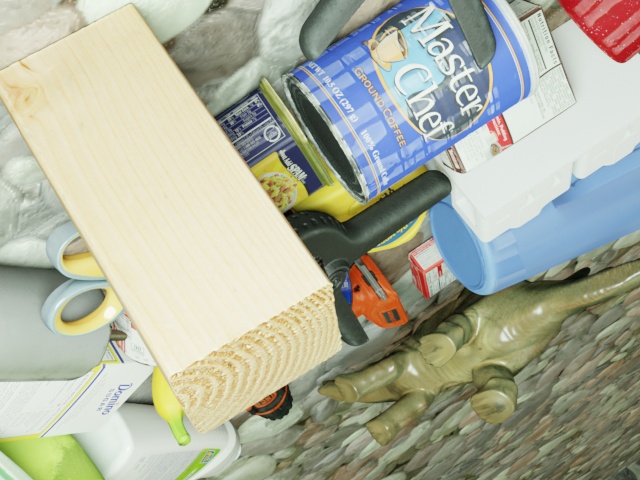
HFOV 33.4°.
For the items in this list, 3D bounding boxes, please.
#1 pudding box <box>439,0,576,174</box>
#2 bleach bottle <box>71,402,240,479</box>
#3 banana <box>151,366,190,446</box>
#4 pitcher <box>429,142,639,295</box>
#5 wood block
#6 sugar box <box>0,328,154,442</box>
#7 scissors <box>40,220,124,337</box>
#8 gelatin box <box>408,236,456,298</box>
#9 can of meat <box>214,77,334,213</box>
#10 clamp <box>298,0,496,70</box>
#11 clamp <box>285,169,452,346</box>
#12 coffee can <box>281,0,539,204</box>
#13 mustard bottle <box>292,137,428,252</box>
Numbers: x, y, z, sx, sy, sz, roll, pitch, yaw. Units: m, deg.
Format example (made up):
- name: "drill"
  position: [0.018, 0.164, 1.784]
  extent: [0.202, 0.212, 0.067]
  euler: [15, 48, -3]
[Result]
- name: "pudding box"
  position: [0.130, -0.117, 0.813]
  extent: [0.113, 0.039, 0.090]
  euler: [-34, 119, -8]
- name: "bleach bottle"
  position: [-0.154, 0.206, 1.031]
  extent: [0.103, 0.068, 0.250]
  euler: [-42, 156, 12]
- name: "banana"
  position: [-0.082, 0.066, 0.851]
  extent: [0.197, 0.070, 0.037]
  euler: [-62, 156, -15]
- name: "pitcher"
  position: [0.231, -0.048, 1.000]
  extent: [0.242, 0.145, 0.149]
  euler: [-25, 124, -15]
- name: "wood block"
  position: [-0.083, -0.014, 0.573]
  extent: [0.090, 0.206, 0.090]
  euler: [-31, 154, -11]
- name: "sugar box"
  position: [-0.215, 0.109, 0.808]
  extent: [0.093, 0.048, 0.176]
  euler: [-46, 157, 20]
- name: "scissors"
  position: [-0.103, 0.025, 0.706]
  extent: [0.201, 0.016, 0.096]
  euler: [11, 116, -52]
- name: "gelatin box"
  position: [0.134, 0.014, 1.096]
  extent: [0.089, 0.030, 0.073]
  euler: [-33, 156, -5]
- name: "can of meat"
  position: [-0.047, -0.051, 0.730]
  extent: [0.084, 0.057, 0.102]
  euler: [-34, 154, 1]
- name: "clamp"
  position: [0.044, -0.174, 0.613]
  extent: [0.120, 0.039, 0.171]
  euler: [-9, 121, -8]
- name: "clamp"
  position: [0.000, 0.028, 0.787]
  extent: [0.209, 0.036, 0.165]
  euler: [-11, 132, -44]
- name: "coffee can"
  position: [0.060, -0.104, 0.717]
  extent: [0.140, 0.103, 0.103]
  euler: [-33, 154, -6]
- name: "mustard bottle"
  position: [0.041, -0.036, 0.863]
  extent: [0.096, 0.058, 0.191]
  euler: [-44, 154, 5]
